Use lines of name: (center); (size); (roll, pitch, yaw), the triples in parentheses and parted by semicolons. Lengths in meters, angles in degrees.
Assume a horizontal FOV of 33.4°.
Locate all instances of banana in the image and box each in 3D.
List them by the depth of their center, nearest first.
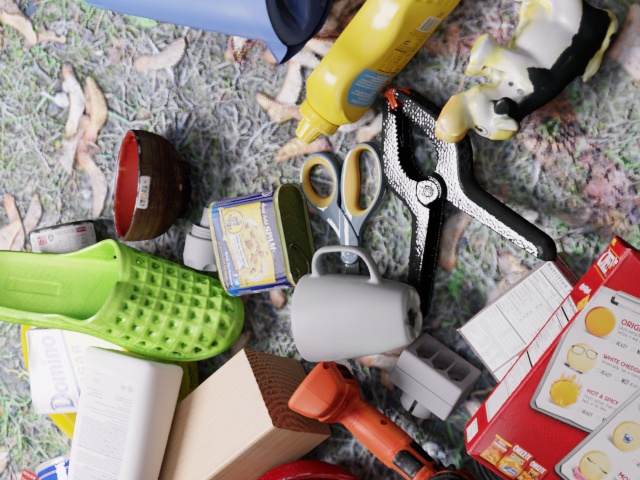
banana: (-0.288, 0.147, 1.176); (0.070, 0.037, 0.198); (-17, 89, 26)

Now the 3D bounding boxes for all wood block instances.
wood block: (-0.102, 0.206, 1.055); (0.206, 0.090, 0.091); (-41, 55, 23)

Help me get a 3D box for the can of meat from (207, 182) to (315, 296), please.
can of meat: (-0.057, 0.001, 1.042); (0.084, 0.057, 0.102); (-10, 91, 28)

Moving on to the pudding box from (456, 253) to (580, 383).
pudding box: (0.192, 0.079, 0.946); (0.114, 0.039, 0.090); (-41, 78, 20)

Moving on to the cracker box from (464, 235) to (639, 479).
cracker box: (0.246, 0.129, 0.877); (0.164, 0.072, 0.214); (35, 103, -3)

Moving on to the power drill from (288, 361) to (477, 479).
power drill: (0.061, 0.185, 0.939); (0.188, 0.184, 0.057); (40, 89, 15)

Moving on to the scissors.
scissors: (0.014, 0.001, 1.032); (0.096, 0.016, 0.202); (16, 102, 24)

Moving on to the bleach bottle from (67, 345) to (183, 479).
bleach bottle: (-0.207, 0.235, 1.031); (0.103, 0.068, 0.251); (9, 84, 36)

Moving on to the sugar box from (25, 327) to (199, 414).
sugar box: (-0.218, 0.131, 1.119); (0.176, 0.048, 0.093); (-6, 91, 12)

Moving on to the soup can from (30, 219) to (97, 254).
soup can: (-0.266, 0.033, 1.136); (0.069, 0.068, 0.102); (-11, 91, 25)

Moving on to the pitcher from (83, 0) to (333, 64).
pitcher: (-0.114, -0.271, 1.000); (0.243, 0.145, 0.149); (13, 70, 26)

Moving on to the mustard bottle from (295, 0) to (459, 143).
mustard bottle: (0.041, -0.163, 0.956); (0.058, 0.096, 0.192); (45, 112, 13)

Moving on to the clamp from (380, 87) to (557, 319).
clamp: (0.116, -0.045, 0.958); (0.165, 0.036, 0.210); (-20, 84, 39)
